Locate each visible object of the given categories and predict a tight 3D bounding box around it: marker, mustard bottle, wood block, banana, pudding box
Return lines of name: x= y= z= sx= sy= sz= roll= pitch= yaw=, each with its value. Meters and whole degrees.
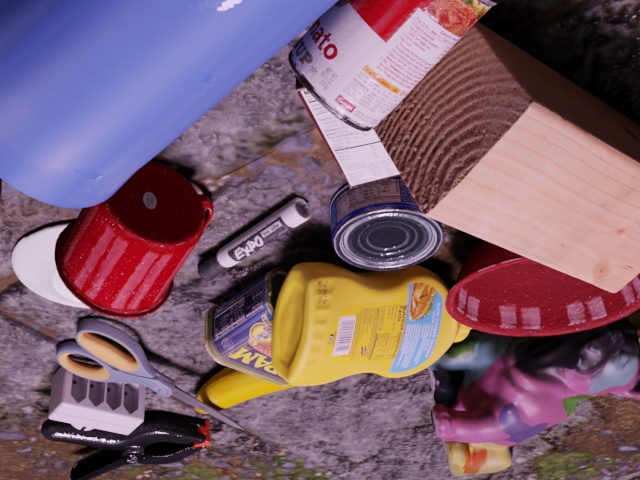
marker: x=-0.056 y=0.001 z=0.839 sx=0.020 sy=0.020 sz=0.121 roll=27 pitch=136 yaw=-36
mustard bottle: x=0.055 y=0.066 z=0.877 sx=0.191 sy=0.058 sz=0.096 roll=1 pitch=107 yaw=-33
wood block: x=0.141 y=-0.048 z=0.672 sx=0.205 sy=0.091 sz=0.090 roll=19 pitch=122 yaw=-42
banana: x=-0.046 y=0.132 z=1.017 sx=0.198 sy=0.037 sz=0.069 roll=-16 pitch=143 yaw=19
pudding box: x=0.042 y=-0.088 z=0.697 sx=0.090 sy=0.039 sz=0.113 roll=-12 pitch=142 yaw=15

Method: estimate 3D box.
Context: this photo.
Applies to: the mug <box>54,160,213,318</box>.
mug: x=-0.125 y=-0.007 z=0.774 sx=0.117 sy=0.093 sz=0.082 roll=-15 pitch=155 yaw=-42

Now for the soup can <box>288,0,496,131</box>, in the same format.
soup can: x=0.039 y=-0.119 z=0.599 sx=0.068 sy=0.068 sz=0.102 roll=27 pitch=118 yaw=-36

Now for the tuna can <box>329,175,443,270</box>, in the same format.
tuna can: x=0.050 y=-0.013 z=0.812 sx=0.086 sy=0.034 sz=0.086 roll=-2 pitch=146 yaw=-1

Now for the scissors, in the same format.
scissors: x=-0.167 y=0.137 z=1.008 sx=0.096 sy=0.016 sz=0.201 roll=-16 pitch=134 yaw=31

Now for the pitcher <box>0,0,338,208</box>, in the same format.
pitcher: x=-0.074 y=-0.129 z=0.565 sx=0.243 sy=0.149 sz=0.145 roll=-31 pitch=116 yaw=31

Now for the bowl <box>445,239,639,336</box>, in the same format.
bowl: x=0.177 y=0.022 z=0.842 sx=0.162 sy=0.055 sz=0.162 roll=-1 pitch=153 yaw=-1

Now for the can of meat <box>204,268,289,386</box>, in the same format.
can of meat: x=-0.034 y=0.075 z=0.917 sx=0.102 sy=0.057 sz=0.084 roll=26 pitch=135 yaw=-35

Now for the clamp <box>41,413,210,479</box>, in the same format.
clamp: x=-0.203 y=0.220 z=1.136 sx=0.171 sy=0.039 sz=0.120 roll=0 pitch=147 yaw=-4
